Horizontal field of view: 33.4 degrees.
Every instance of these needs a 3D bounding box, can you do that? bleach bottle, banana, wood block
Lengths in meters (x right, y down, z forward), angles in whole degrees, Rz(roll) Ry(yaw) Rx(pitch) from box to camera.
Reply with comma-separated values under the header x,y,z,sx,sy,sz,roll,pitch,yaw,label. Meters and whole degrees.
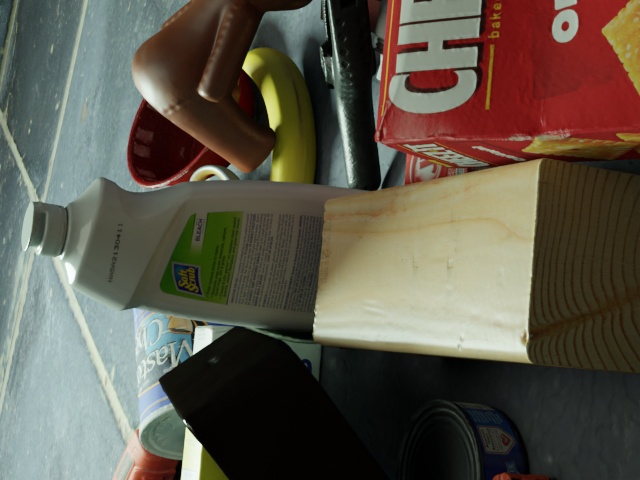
x,y,z,sx,sy,sz,roll,pitch,yaw,label
-0.054,0.001,0.662,0.068,0.250,0.102,9,90,65,bleach bottle
-0.033,-0.093,0.890,0.070,0.037,0.198,-44,49,41,banana
0.083,0.018,0.556,0.206,0.090,0.090,-6,78,64,wood block

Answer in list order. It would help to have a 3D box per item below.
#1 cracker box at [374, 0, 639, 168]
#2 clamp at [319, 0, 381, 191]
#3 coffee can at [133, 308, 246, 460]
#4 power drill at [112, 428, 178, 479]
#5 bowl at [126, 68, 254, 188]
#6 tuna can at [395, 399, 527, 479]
x,y,z,sx,sy,sz,roll,pitch,yaw,label
0.129,-0.118,0.445,0.214,0.072,0.164,1,83,41,cracker box
0.021,-0.112,0.729,0.171,0.039,0.120,80,174,-64,clamp
-0.107,0.102,0.913,0.103,0.102,0.140,-54,36,44,coffee can
-0.146,0.269,0.993,0.185,0.057,0.188,-61,32,36,power drill
-0.113,-0.112,1.016,0.162,0.055,0.162,-27,49,36,bowl
0.078,0.133,0.597,0.086,0.033,0.086,-32,54,58,tuna can
